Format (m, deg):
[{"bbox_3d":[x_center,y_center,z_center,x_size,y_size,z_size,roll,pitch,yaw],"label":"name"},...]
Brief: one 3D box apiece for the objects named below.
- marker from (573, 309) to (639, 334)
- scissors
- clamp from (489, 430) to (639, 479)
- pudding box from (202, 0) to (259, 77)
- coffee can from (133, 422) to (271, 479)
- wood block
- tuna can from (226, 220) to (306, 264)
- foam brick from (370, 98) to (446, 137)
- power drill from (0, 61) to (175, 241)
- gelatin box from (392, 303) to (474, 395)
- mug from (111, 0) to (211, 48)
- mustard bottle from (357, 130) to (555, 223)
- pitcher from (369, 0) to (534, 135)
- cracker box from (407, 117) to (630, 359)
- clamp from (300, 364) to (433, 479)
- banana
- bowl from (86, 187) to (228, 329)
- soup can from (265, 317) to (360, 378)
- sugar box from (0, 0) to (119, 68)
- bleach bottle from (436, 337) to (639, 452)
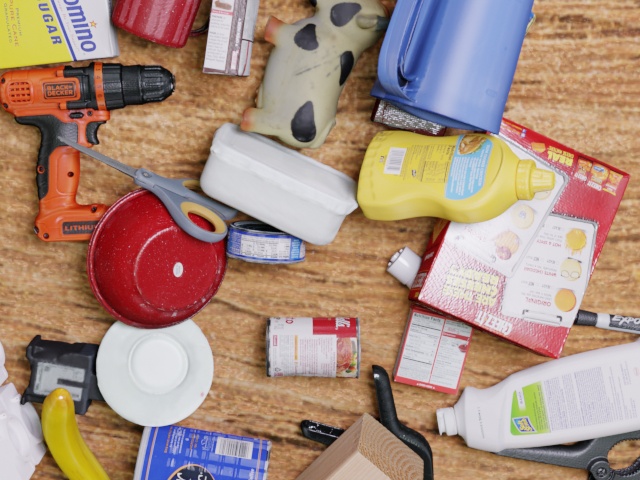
[{"bbox_3d":[0.341,0.094,1.203,0.121,0.020,0.020,9,100,-3],"label":"marker"},{"bbox_3d":[-0.173,-0.050,1.094,0.201,0.096,0.016,16,126,-24],"label":"scissors"},{"bbox_3d":[0.308,0.255,1.222,0.210,0.036,0.164,-35,96,4],"label":"clamp"},{"bbox_3d":[-0.090,-0.214,1.093,0.039,0.113,0.090,8,99,0],"label":"pudding box"},{"bbox_3d":[-0.132,0.261,1.180,0.140,0.103,0.103,10,100,-3],"label":"coffee can"},{"bbox_3d":[0.011,0.301,1.176,0.091,0.090,0.206,40,110,-7],"label":"wood block"},{"bbox_3d":[-0.058,0.001,1.145,0.086,0.086,0.034,5,98,-2],"label":"tuna can"},{"bbox_3d":[0.098,-0.141,1.140,0.078,0.053,0.051,17,99,-5],"label":"foam brick"},{"bbox_3d":[-0.242,-0.096,1.141,0.184,0.057,0.188,-4,98,-3],"label":"power drill"},{"bbox_3d":[0.127,0.122,1.198,0.073,0.030,0.089,13,100,-2],"label":"gelatin box"},{"bbox_3d":[-0.157,-0.247,1.106,0.117,0.093,0.081,10,108,-40],"label":"mug"},{"bbox_3d":[0.138,-0.063,1.069,0.192,0.058,0.096,3,57,24],"label":"mustard bottle"},{"bbox_3d":[0.138,-0.231,1.022,0.145,0.149,0.243,16,97,-8],"label":"pitcher"},{"bbox_3d":[0.209,-0.003,1.135,0.164,0.072,0.213,23,85,-5],"label":"cracker box"},{"bbox_3d":[0.076,0.222,1.208,0.171,0.039,0.120,38,111,-11],"label":"clamp"},{"bbox_3d":[-0.268,0.225,1.174,0.070,0.037,0.198,0,132,23],"label":"banana"},{"bbox_3d":[-0.162,0.024,1.130,0.161,0.055,0.162,-7,106,-27],"label":"bowl"},{"bbox_3d":[-0.008,0.118,1.176,0.102,0.068,0.068,0,100,-1],"label":"soup can"},{"bbox_3d":[-0.306,-0.229,1.120,0.176,0.048,0.093,-7,100,1],"label":"sugar box"},{"bbox_3d":[0.254,0.176,1.192,0.251,0.068,0.102,-10,78,6],"label":"bleach bottle"}]
